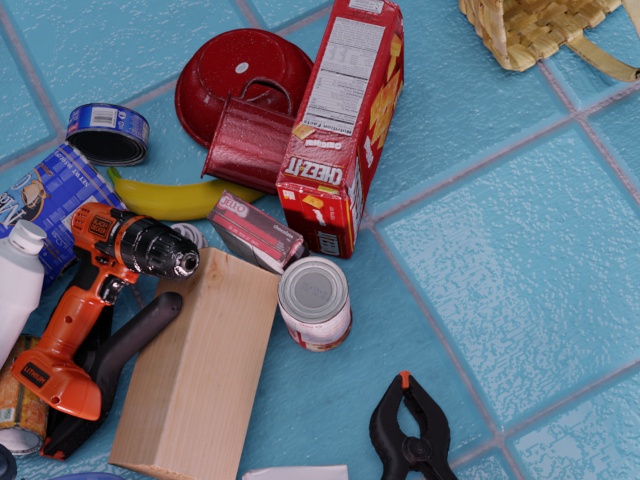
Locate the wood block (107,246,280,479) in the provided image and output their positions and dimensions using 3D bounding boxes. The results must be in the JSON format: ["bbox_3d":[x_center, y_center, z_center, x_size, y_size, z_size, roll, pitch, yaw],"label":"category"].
[{"bbox_3d":[-0.116,0.121,1.005,0.090,0.090,0.206,25,67,-33],"label":"wood block"}]

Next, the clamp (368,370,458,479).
[{"bbox_3d":[0.079,0.205,0.990,0.120,0.039,0.171,-2,55,-27],"label":"clamp"}]

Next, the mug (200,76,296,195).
[{"bbox_3d":[-0.064,-0.105,1.064,0.081,0.093,0.117,18,84,-7],"label":"mug"}]

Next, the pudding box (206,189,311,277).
[{"bbox_3d":[-0.057,0.001,1.049,0.090,0.113,0.039,32,78,14],"label":"pudding box"}]

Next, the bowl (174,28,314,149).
[{"bbox_3d":[-0.081,-0.171,1.137,0.162,0.055,0.162,-2,64,4],"label":"bowl"}]

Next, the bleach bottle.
[{"bbox_3d":[-0.336,0.086,0.995,0.103,0.068,0.251,38,101,21],"label":"bleach bottle"}]

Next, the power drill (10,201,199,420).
[{"bbox_3d":[-0.196,0.062,0.965,0.185,0.057,0.187,18,80,50],"label":"power drill"}]

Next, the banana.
[{"bbox_3d":[-0.130,-0.054,1.115,0.198,0.037,0.069,-2,69,3],"label":"banana"}]

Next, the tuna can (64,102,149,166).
[{"bbox_3d":[-0.222,-0.110,1.116,0.086,0.086,0.034,2,69,4],"label":"tuna can"}]

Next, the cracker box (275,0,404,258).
[{"bbox_3d":[0.026,-0.110,1.058,0.072,0.164,0.213,13,71,10],"label":"cracker box"}]

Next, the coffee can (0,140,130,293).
[{"bbox_3d":[-0.276,-0.017,1.076,0.140,0.103,0.103,-42,73,-12],"label":"coffee can"}]

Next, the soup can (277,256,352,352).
[{"bbox_3d":[-0.004,0.062,1.029,0.068,0.102,0.068,-1,70,3],"label":"soup can"}]

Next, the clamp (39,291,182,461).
[{"bbox_3d":[-0.208,0.116,1.019,0.165,0.036,0.210,14,81,53],"label":"clamp"}]
